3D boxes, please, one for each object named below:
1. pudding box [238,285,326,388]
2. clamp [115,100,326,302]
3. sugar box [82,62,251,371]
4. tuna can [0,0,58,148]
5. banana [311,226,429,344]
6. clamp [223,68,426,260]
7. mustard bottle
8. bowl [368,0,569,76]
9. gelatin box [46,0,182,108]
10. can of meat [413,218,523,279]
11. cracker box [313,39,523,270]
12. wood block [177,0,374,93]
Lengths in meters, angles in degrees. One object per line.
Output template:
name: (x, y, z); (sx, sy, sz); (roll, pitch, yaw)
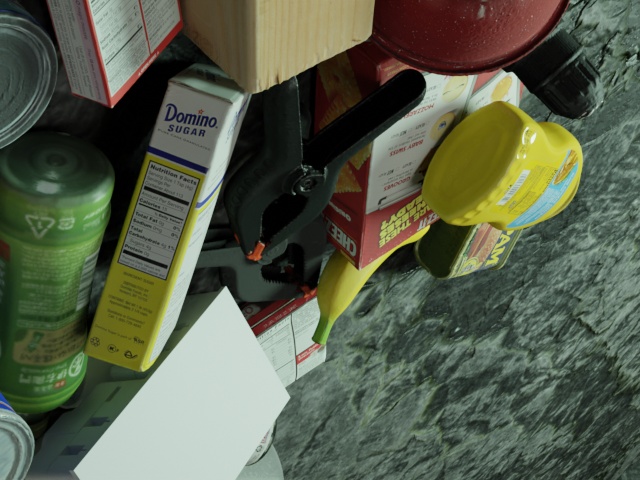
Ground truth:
pudding box: (-0.039, 0.087, 0.925); (0.090, 0.039, 0.113); (-32, 146, -23)
clamp: (-0.055, 0.001, 0.796); (0.164, 0.036, 0.210); (-36, 150, -7)
sugar box: (-0.091, -0.017, 0.650); (0.093, 0.048, 0.176); (-74, -178, -74)
tuna can: (-0.175, -0.084, 0.531); (0.086, 0.034, 0.086); (-33, 148, -24)
banana: (0.046, 0.008, 0.910); (0.197, 0.037, 0.070); (-42, 158, -44)
clamp: (-0.020, -0.053, 0.683); (0.120, 0.039, 0.172); (12, 129, -40)
mustard bottle: (0.158, -0.052, 0.844); (0.096, 0.058, 0.191); (-54, 152, 18)
bowl: (0.086, -0.180, 0.625); (0.162, 0.162, 0.055); (-43, -173, -7)
gelatin box: (-0.107, -0.126, 0.550); (0.073, 0.030, 0.089); (-58, 159, -32)
can of meat: (0.146, -0.014, 1.027); (0.083, 0.057, 0.102); (-11, 135, -43)
cracker box: (0.075, -0.100, 0.807); (0.164, 0.072, 0.214); (-31, 149, -25)
wood block: (-0.026, -0.190, 0.539); (0.090, 0.090, 0.206); (-30, 148, -26)
